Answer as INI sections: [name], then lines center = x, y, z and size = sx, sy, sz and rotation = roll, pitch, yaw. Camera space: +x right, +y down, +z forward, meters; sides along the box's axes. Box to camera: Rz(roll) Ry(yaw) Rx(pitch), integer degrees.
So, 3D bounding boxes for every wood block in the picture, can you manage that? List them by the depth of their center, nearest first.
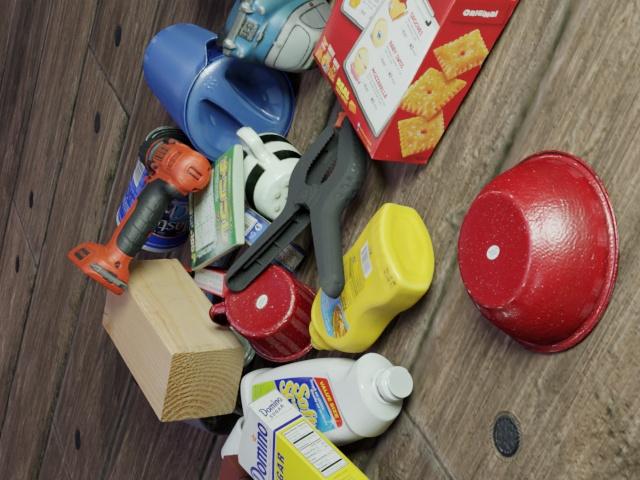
[wood block]
center = -0.173, 0.110, 1.231
size = 0.206, 0.090, 0.091
rotation = 44, 129, 50

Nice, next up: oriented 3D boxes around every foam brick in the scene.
[foam brick]
center = -0.069, 0.271, 1.187
size = 0.051, 0.078, 0.053
rotation = 36, 118, 54

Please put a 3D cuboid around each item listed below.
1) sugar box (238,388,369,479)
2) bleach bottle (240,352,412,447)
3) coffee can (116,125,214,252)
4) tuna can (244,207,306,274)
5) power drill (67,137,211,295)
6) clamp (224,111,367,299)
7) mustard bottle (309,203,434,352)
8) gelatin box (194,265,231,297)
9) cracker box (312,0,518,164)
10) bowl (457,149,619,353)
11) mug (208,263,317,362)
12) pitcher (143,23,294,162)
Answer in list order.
[sugar box]
center = -0.008, 0.236, 1.042
size = 0.176, 0.048, 0.093
rotation = 37, 135, 28
[bleach bottle]
center = 0.007, 0.157, 1.079
size = 0.251, 0.067, 0.102
rotation = -29, 66, 54
[coffee can]
center = -0.205, -0.067, 1.430
size = 0.140, 0.102, 0.103
rotation = -61, 39, 38
[tuna can]
center = -0.058, 0.001, 1.180
size = 0.034, 0.086, 0.086
rotation = -53, 33, -3
[power drill]
center = -0.213, -0.037, 1.233
size = 0.187, 0.057, 0.185
rotation = -56, 25, -4
[clamp]
center = 0.000, -0.032, 1.055
size = 0.165, 0.036, 0.210
rotation = 11, 70, 50
[mustard bottle]
center = 0.039, 0.054, 1.034
size = 0.192, 0.058, 0.096
rotation = -51, 38, 46
[gelatin box]
center = -0.099, 0.048, 1.263
size = 0.089, 0.073, 0.030
rotation = 10, 97, 60
[cracker box]
center = 0.086, -0.202, 0.964
size = 0.214, 0.072, 0.164
rotation = -62, 39, 36
[bowl]
center = 0.156, 0.008, 0.837
size = 0.162, 0.055, 0.162
rotation = -8, 81, 60
[mug]
center = -0.062, 0.074, 1.130
size = 0.117, 0.081, 0.093
rotation = -3, 69, 17
[pitcher]
center = -0.133, -0.180, 1.305
size = 0.149, 0.144, 0.243
rotation = -66, 30, 12
